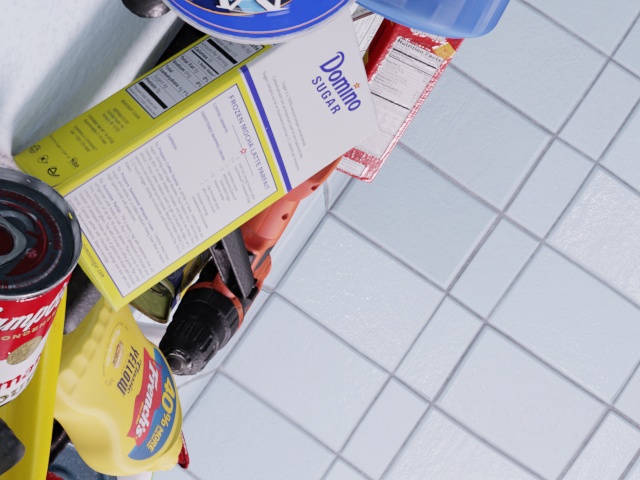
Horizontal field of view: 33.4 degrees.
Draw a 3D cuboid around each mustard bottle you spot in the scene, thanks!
[{"bbox_3d":[-0.141,0.107,0.738,0.191,0.058,0.096,68,28,-47],"label":"mustard bottle"}]

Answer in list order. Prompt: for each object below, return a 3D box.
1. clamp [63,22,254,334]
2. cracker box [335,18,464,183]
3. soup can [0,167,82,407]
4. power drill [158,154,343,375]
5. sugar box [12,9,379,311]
[{"bbox_3d":[-0.077,-0.041,0.661,0.164,0.036,0.210,0,113,-53],"label":"clamp"},{"bbox_3d":[0.064,-0.189,1.034,0.214,0.072,0.164,-58,-159,31],"label":"cracker box"},{"bbox_3d":[-0.152,0.025,0.478,0.068,0.068,0.102,-52,176,-45],"label":"soup can"},{"bbox_3d":[-0.055,0.001,0.831,0.188,0.057,0.184,-58,-177,30],"label":"power drill"},{"bbox_3d":[-0.057,-0.051,0.546,0.176,0.048,0.093,-37,141,-15],"label":"sugar box"}]
